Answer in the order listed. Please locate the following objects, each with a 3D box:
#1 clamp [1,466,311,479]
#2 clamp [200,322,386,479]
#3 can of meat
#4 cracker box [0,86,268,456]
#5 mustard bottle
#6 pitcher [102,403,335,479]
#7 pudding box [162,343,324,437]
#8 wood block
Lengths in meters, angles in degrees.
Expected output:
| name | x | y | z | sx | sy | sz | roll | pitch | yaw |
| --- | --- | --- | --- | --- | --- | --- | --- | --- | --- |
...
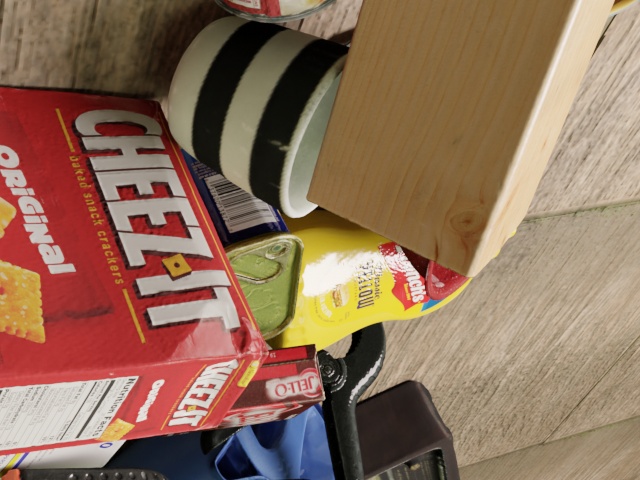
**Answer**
| name | x | y | z | sx | sy | sz | roll | pitch | yaw |
| --- | --- | --- | --- | --- | --- | --- | --- | --- | --- |
| clamp | -0.121 | 0.172 | 0.657 | 0.165 | 0.036 | 0.209 | -28 | 150 | 29 |
| clamp | -0.011 | 0.094 | 0.741 | 0.120 | 0.171 | 0.039 | 20 | 156 | -18 |
| can of meat | -0.054 | 0.001 | 0.607 | 0.057 | 0.084 | 0.102 | -17 | 148 | -17 |
| cracker box | -0.149 | 0.007 | 0.465 | 0.213 | 0.164 | 0.072 | -1 | 142 | -37 |
| mustard bottle | 0.049 | 0.011 | 0.721 | 0.191 | 0.058 | 0.096 | -16 | 120 | -22 |
| pitcher | -0.103 | 0.203 | 0.839 | 0.243 | 0.145 | 0.149 | -37 | 127 | 21 |
| pudding box | -0.052 | 0.093 | 0.652 | 0.090 | 0.039 | 0.114 | -5 | 169 | -12 |
| wood block | 0.075 | -0.102 | 0.473 | 0.090 | 0.091 | 0.206 | -39 | 150 | -55 |
